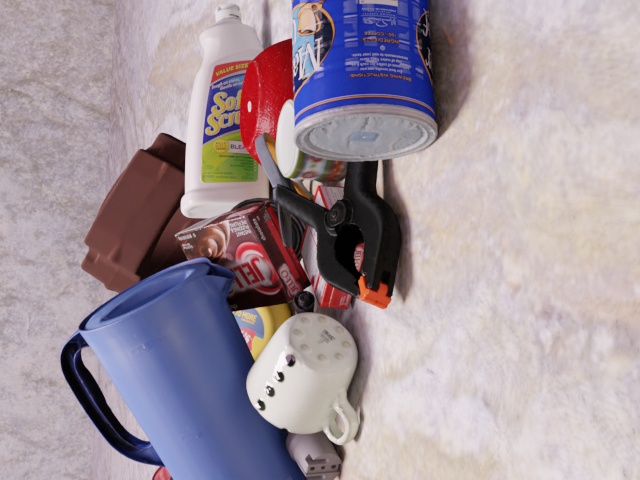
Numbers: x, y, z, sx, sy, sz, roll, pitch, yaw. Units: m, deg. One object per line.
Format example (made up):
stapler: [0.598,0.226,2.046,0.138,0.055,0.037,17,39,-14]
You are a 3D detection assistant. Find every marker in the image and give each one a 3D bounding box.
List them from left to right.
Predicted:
marker: [-0.014,0.075,0.967,0.121,0.020,0.020,89,176,-64]

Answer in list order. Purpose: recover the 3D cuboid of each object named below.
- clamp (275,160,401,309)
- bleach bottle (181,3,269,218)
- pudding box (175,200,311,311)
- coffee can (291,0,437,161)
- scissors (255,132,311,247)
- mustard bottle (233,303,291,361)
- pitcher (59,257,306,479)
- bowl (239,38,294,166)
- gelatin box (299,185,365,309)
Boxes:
clamp: [0.028,-0.026,0.851,0.120,0.039,0.171,-53,44,26]
bleach bottle: [-0.112,-0.153,1.232,0.068,0.102,0.251,131,138,-71]
pudding box: [-0.072,0.018,0.988,0.114,0.039,0.090,-12,108,49]
coffee can: [0.030,-0.139,0.773,0.103,0.102,0.140,141,129,-68]
scissors: [-0.025,-0.029,0.982,0.096,0.016,0.202,50,-166,-38]
mustard bottle: [-0.078,0.108,1.113,0.096,0.058,0.191,15,84,45]
pitcher: [-0.119,0.151,0.984,0.149,0.144,0.243,-9,111,55]
bowl: [-0.048,-0.138,1.105,0.162,0.055,0.162,-178,90,-73]
gelatin box: [0.011,0.005,0.936,0.089,0.030,0.073,-111,30,-52]
